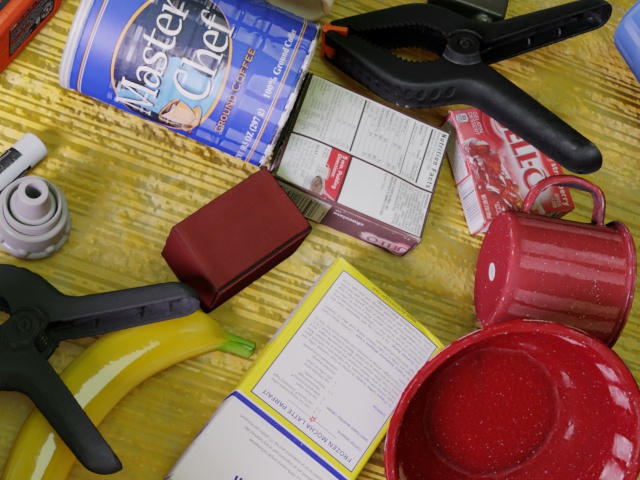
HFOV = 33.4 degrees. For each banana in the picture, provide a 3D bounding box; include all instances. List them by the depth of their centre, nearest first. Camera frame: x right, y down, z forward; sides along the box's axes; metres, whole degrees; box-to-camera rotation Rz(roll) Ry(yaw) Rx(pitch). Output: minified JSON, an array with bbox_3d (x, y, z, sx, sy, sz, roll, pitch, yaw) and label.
[{"bbox_3d":[-0.127,0.099,0.633,0.197,0.037,0.069,-40,83,-24],"label":"banana"}]

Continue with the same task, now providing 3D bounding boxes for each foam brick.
[{"bbox_3d":[-0.054,0.001,0.680,0.078,0.053,0.051,-35,84,-25],"label":"foam brick"}]

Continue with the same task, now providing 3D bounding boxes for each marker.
[{"bbox_3d":[-0.219,-0.022,0.660,0.020,0.020,0.121,42,65,2],"label":"marker"}]

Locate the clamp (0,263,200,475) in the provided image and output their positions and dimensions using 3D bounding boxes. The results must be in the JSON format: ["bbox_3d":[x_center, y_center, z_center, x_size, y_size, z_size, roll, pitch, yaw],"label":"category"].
[{"bbox_3d":[-0.157,0.050,0.616,0.171,0.039,0.120,25,55,14],"label":"clamp"}]

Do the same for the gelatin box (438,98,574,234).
[{"bbox_3d":[0.133,-0.054,0.765,0.073,0.030,0.089,-9,74,-19],"label":"gelatin box"}]

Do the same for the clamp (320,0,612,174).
[{"bbox_3d":[0.103,-0.117,0.743,0.210,0.036,0.164,5,52,2],"label":"clamp"}]

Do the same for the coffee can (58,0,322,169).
[{"bbox_3d":[-0.083,-0.120,0.687,0.140,0.103,0.102,22,66,-7],"label":"coffee can"}]

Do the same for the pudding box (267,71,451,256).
[{"bbox_3d":[0.025,-0.052,0.730,0.113,0.039,0.090,23,64,-9],"label":"pudding box"}]

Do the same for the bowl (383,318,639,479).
[{"bbox_3d":[0.113,0.117,0.656,0.162,0.055,0.162,-2,105,-8],"label":"bowl"}]

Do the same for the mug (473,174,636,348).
[{"bbox_3d":[0.154,0.014,0.710,0.081,0.093,0.117,10,97,-7],"label":"mug"}]

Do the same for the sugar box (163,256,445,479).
[{"bbox_3d":[-0.008,0.106,0.660,0.093,0.048,0.176,40,69,-1],"label":"sugar box"}]
